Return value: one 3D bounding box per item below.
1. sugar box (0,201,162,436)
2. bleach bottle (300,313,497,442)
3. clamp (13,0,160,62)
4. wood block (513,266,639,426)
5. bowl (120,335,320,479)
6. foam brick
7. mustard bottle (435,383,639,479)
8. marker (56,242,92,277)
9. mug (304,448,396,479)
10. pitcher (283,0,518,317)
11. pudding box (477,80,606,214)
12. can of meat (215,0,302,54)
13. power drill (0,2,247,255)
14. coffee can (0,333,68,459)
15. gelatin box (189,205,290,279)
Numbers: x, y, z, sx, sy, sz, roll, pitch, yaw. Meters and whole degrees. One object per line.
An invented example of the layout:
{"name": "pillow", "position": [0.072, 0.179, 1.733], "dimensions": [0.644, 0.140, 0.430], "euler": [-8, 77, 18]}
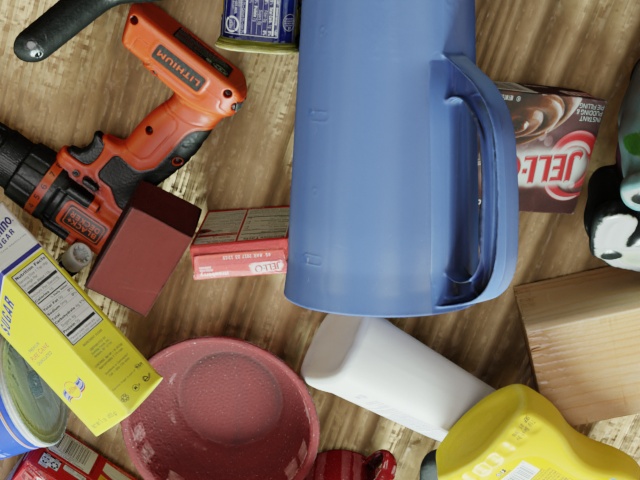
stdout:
{"name": "sugar box", "position": [-0.201, 0.062, 0.794], "dimensions": [0.176, 0.048, 0.093], "euler": [46, 146, -4]}
{"name": "bleach bottle", "position": [0.113, 0.138, 0.852], "dimensions": [0.250, 0.103, 0.068], "euler": [30, 76, -16]}
{"name": "clamp", "position": [-0.145, -0.184, 0.747], "dimensions": [0.171, 0.039, 0.120], "euler": [-12, 63, 7]}
{"name": "wood block", "position": [0.261, 0.068, 0.813], "dimensions": [0.206, 0.090, 0.091], "euler": [-12, 107, 8]}
{"name": "bowl", "position": [-0.079, 0.142, 0.876], "dimensions": [0.162, 0.055, 0.162], "euler": [2, 109, 5]}
{"name": "foam brick", "position": [-0.130, 0.005, 0.782], "dimensions": [0.051, 0.053, 0.078], "euler": [29, 111, -11]}
{"name": "mustard bottle", "position": [0.185, 0.186, 0.792], "dimensions": [0.191, 0.058, 0.096], "euler": [34, 117, -18]}
{"name": "marker", "position": [-0.216, 0.034, 0.841], "dimensions": [0.020, 0.020, 0.121], "euler": [46, 134, -12]}
{"name": "mug", "position": [0.022, 0.218, 0.884], "dimensions": [0.093, 0.081, 0.117], "euler": [35, 108, -8]}
{"name": "pitcher", "position": [0.050, -0.075, 0.693], "dimensions": [0.149, 0.145, 0.243], "euler": [1, 101, 5]}
{"name": "pudding box", "position": [0.145, -0.068, 0.777], "dimensions": [0.113, 0.039, 0.090], "euler": [2, 111, -25]}
{"name": "can of meat", "position": [-0.037, -0.178, 0.740], "dimensions": [0.057, 0.102, 0.084], "euler": [6, 107, 2]}
{"name": "power drill", "position": [-0.159, -0.084, 0.804], "dimensions": [0.184, 0.057, 0.188], "euler": [35, 110, -13]}
{"name": "coffee can", "position": [-0.291, 0.135, 0.863], "dimensions": [0.140, 0.102, 0.103], "euler": [-18, 107, 10]}
{"name": "gelatin box", "position": [-0.055, 0.001, 0.809], "dimensions": [0.073, 0.089, 0.030], "euler": [-4, 109, 5]}
